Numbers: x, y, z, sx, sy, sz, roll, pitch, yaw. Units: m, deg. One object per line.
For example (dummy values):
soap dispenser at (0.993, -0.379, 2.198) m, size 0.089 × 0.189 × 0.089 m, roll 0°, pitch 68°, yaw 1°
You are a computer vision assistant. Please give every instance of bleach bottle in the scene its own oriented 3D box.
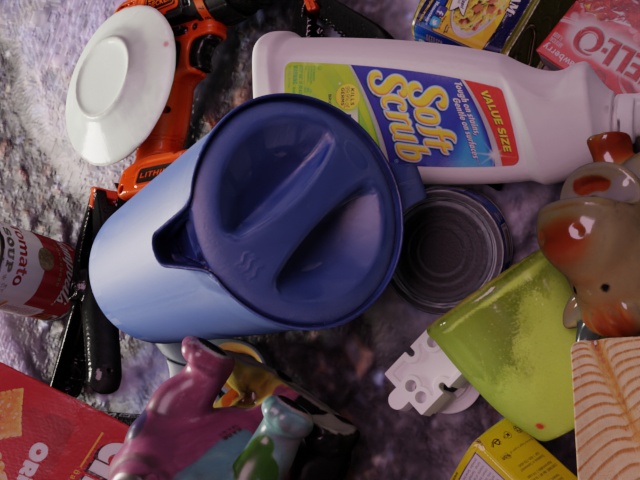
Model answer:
bleach bottle at (0.082, -0.087, 0.691) m, size 0.251 × 0.068 × 0.102 m, roll 3°, pitch 103°, yaw 23°

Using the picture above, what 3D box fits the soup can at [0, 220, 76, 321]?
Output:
soup can at (-0.243, 0.023, 0.844) m, size 0.069 × 0.102 × 0.068 m, roll -7°, pitch 74°, yaw 25°

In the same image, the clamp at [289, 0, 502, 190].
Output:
clamp at (0.018, -0.086, 0.780) m, size 0.165 × 0.036 × 0.210 m, roll -31°, pitch 69°, yaw 15°

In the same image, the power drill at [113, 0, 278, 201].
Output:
power drill at (-0.090, -0.122, 0.818) m, size 0.185 × 0.057 × 0.187 m, roll -11°, pitch 70°, yaw 39°

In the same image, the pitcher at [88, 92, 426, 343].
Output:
pitcher at (-0.055, 0.001, 0.688) m, size 0.243 × 0.149 × 0.145 m, roll -19°, pitch 43°, yaw 60°

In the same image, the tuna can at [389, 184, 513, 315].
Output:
tuna can at (0.083, 0.006, 0.710) m, size 0.086 × 0.033 × 0.086 m, roll 2°, pitch 97°, yaw 18°

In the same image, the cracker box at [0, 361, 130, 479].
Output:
cracker box at (-0.222, 0.185, 0.757) m, size 0.214 × 0.072 × 0.164 m, roll 22°, pitch 64°, yaw 17°

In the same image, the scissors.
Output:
scissors at (-0.100, 0.068, 0.811) m, size 0.096 × 0.016 × 0.202 m, roll -34°, pitch 61°, yaw 12°

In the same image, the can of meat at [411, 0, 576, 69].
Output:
can of meat at (0.122, -0.163, 0.737) m, size 0.084 × 0.057 × 0.102 m, roll 32°, pitch 92°, yaw 30°

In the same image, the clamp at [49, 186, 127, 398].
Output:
clamp at (-0.168, 0.042, 0.810) m, size 0.120 × 0.039 × 0.171 m, roll -2°, pitch 80°, yaw 56°
